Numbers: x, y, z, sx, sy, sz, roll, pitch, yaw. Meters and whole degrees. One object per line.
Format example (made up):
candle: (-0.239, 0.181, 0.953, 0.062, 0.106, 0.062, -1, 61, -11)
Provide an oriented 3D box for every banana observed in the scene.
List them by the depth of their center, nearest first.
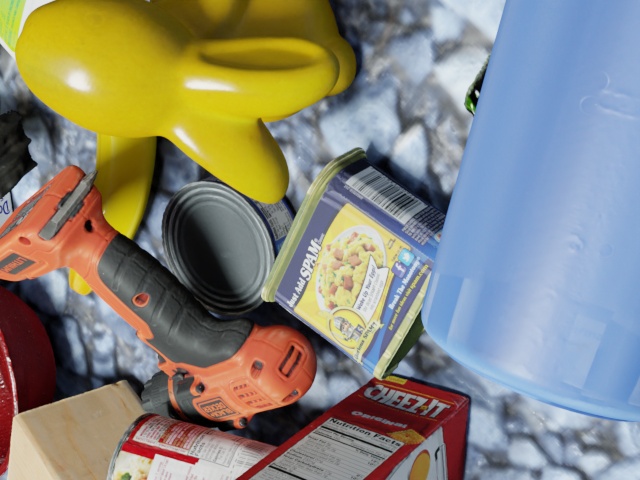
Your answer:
banana: (-0.134, -0.055, 0.667, 0.037, 0.069, 0.198, 48, 146, 45)

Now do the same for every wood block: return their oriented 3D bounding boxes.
wood block: (-0.120, 0.202, 0.702, 0.206, 0.090, 0.091, 45, 134, 34)

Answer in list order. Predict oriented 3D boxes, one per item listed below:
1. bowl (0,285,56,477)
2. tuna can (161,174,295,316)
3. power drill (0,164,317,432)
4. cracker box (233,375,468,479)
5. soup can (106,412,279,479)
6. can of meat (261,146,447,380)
bowl: (-0.244, 0.094, 0.794, 0.162, 0.055, 0.162, 12, 108, 43)
tuna can: (-0.054, 0.001, 0.653, 0.086, 0.033, 0.086, 13, 115, 30)
power drill: (-0.112, 0.046, 0.646, 0.187, 0.057, 0.185, 40, 147, -17)
cracker box: (-0.002, 0.189, 0.577, 0.072, 0.213, 0.164, 15, 116, 31)
soup can: (-0.066, 0.147, 0.635, 0.102, 0.068, 0.068, 10, 114, 21)
can of meat: (0.027, 0.014, 0.589, 0.084, 0.057, 0.102, 36, 124, 16)
